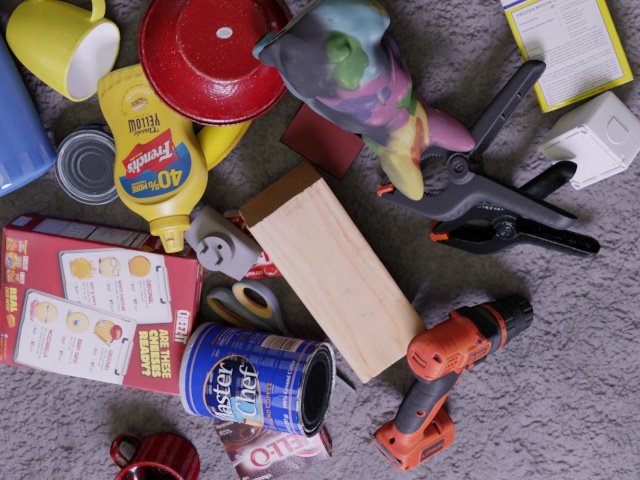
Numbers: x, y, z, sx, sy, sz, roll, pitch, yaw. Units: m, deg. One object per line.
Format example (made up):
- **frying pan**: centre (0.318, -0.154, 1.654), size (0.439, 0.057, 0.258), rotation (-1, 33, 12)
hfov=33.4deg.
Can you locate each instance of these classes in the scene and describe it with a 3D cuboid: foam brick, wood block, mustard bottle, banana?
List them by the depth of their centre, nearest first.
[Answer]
- **mustard bottle**: centre (-0.166, -0.083, 1.088), size (0.096, 0.058, 0.191), rotation (-12, 84, 10)
- **foam brick**: centre (0.004, -0.107, 1.096), size (0.078, 0.053, 0.051), rotation (33, 109, -4)
- **wood block**: centre (0.014, 0.032, 1.099), size (0.090, 0.091, 0.206), rotation (-35, 109, 0)
- **banana**: centre (-0.114, -0.120, 1.118), size (0.070, 0.037, 0.198), rotation (41, 108, 20)

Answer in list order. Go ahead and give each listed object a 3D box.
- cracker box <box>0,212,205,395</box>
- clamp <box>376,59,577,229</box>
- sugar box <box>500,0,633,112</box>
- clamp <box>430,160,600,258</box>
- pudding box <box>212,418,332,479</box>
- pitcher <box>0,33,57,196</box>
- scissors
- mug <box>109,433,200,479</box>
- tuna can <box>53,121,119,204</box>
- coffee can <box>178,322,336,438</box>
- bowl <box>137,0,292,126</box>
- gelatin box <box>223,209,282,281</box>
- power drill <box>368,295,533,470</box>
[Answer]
- **cracker box**: centre (-0.240, 0.068, 1.176), size (0.213, 0.072, 0.164), rotation (9, 110, 3)
- **clamp**: centre (0.152, -0.065, 1.058), size (0.210, 0.036, 0.164), rotation (-23, 76, 34)
- **sugar box**: centre (0.228, -0.222, 1.036), size (0.093, 0.048, 0.176), rotation (-21, 101, 13)
- **clamp**: centre (0.201, -0.015, 1.099), size (0.172, 0.039, 0.120), rotation (-14, 120, 31)
- **pudding box**: centre (-0.054, 0.222, 1.220), size (0.113, 0.039, 0.090), rotation (-21, 104, 13)
- **pitcher**: centre (-0.373, -0.163, 1.080), size (0.145, 0.149, 0.243), rotation (-22, 106, 8)
- **scissors**: centre (-0.032, 0.101, 1.170), size (0.201, 0.016, 0.096), rotation (29, 143, -2)
- **mug**: centre (-0.194, 0.268, 1.230), size (0.117, 0.081, 0.093), rotation (41, 108, -8)
- **tuna can**: centre (-0.241, -0.082, 1.145), size (0.086, 0.033, 0.086), rotation (2, 108, 6)
- **coffee can**: centre (-0.066, 0.148, 1.146), size (0.140, 0.102, 0.103), rotation (7, 110, 21)
- **bowl**: centre (-0.097, -0.195, 1.046), size (0.162, 0.055, 0.162), rotation (0, 88, -10)
- **gelatin box**: centre (-0.057, 0.001, 1.152), size (0.089, 0.030, 0.073), rotation (-7, 107, 9)
- **power drill**: centre (0.137, 0.146, 1.129), size (0.057, 0.184, 0.188), rotation (42, 129, 30)
